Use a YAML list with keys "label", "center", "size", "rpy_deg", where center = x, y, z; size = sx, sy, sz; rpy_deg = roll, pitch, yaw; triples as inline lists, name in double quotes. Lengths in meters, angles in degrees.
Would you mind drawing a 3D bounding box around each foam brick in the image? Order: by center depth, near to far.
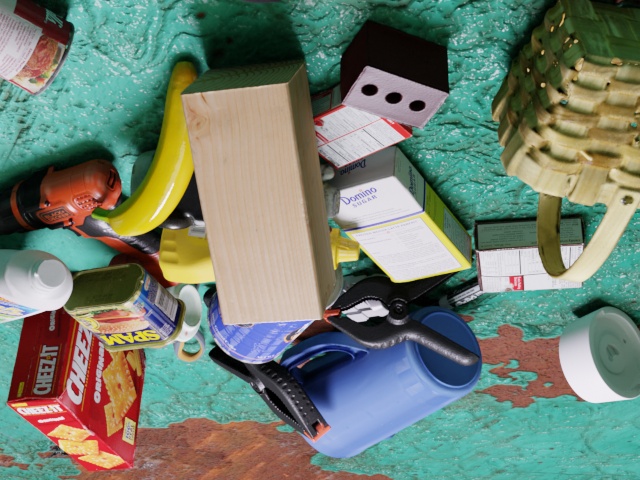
- label: "foam brick"
  center: [0.061, -0.136, 0.883]
  size: [0.078, 0.051, 0.053]
  rpy_deg: [15, 145, -17]

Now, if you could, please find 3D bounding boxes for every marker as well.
- label: "marker"
  center: [0.163, 0.062, 1.214]
  size: [0.020, 0.020, 0.121]
  rpy_deg: [26, 141, -32]

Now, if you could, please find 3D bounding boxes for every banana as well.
- label: "banana"
  center: [-0.146, -0.066, 0.955]
  size: [0.069, 0.037, 0.198]
  rpy_deg: [41, 121, 6]

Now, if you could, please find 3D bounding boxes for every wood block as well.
- label: "wood block"
  center: [-0.049, -0.041, 0.915]
  size: [0.091, 0.090, 0.206]
  rpy_deg: [-4, 111, 12]

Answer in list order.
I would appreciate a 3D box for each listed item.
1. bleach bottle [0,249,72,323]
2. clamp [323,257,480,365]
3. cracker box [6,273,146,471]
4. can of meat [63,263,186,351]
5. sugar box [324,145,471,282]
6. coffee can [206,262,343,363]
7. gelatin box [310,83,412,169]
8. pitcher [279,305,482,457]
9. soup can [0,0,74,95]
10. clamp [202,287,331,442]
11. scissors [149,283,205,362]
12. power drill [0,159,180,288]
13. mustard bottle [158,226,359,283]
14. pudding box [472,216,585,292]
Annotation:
- label: "bleach bottle"
  center: [-0.330, 0.042, 1.117]
  size: [0.102, 0.068, 0.251]
  rpy_deg: [25, 161, -28]
- label: "clamp"
  center: [0.091, 0.067, 1.151]
  size: [0.171, 0.120, 0.039]
  rpy_deg: [6, 162, 5]
- label: "cracker box"
  center: [-0.283, 0.162, 1.281]
  size: [0.072, 0.164, 0.213]
  rpy_deg: [-6, 147, 12]
- label: "can of meat"
  center: [-0.207, 0.069, 1.122]
  size: [0.102, 0.057, 0.084]
  rpy_deg: [-9, 143, 24]
- label: "sugar box"
  center: [0.074, -0.023, 1.067]
  size: [0.093, 0.048, 0.176]
  rpy_deg: [-13, 141, 28]
- label: "coffee can"
  center: [-0.051, 0.060, 1.154]
  size: [0.102, 0.103, 0.141]
  rpy_deg: [16, 146, -20]
- label: "gelatin box"
  center: [0.026, -0.107, 0.954]
  size: [0.089, 0.030, 0.073]
  rpy_deg: [-21, 142, 33]
- label: "pitcher"
  center: [0.069, 0.161, 1.266]
  size: [0.148, 0.145, 0.243]
  rpy_deg: [-11, 163, -38]
- label: "soup can"
  center: [-0.257, -0.168, 0.849]
  size: [0.102, 0.068, 0.069]
  rpy_deg: [27, 140, -32]
- label: "clamp"
  center: [-0.070, 0.153, 1.265]
  size: [0.210, 0.036, 0.164]
  rpy_deg: [40, 155, 28]
- label: "scissors"
  center: [-0.183, 0.088, 1.292]
  size: [0.096, 0.016, 0.202]
  rpy_deg: [6, 142, 5]
- label: "power drill"
  center: [-0.243, -0.005, 1.113]
  size: [0.185, 0.057, 0.187]
  rpy_deg: [-13, 145, 30]
- label: "mustard bottle"
  center: [-0.057, 0.002, 1.054]
  size: [0.192, 0.096, 0.058]
  rpy_deg: [5, 146, 8]
- label: "pudding box"
  center: [0.220, 0.016, 1.120]
  size: [0.113, 0.039, 0.090]
  rpy_deg: [-5, 146, 9]
